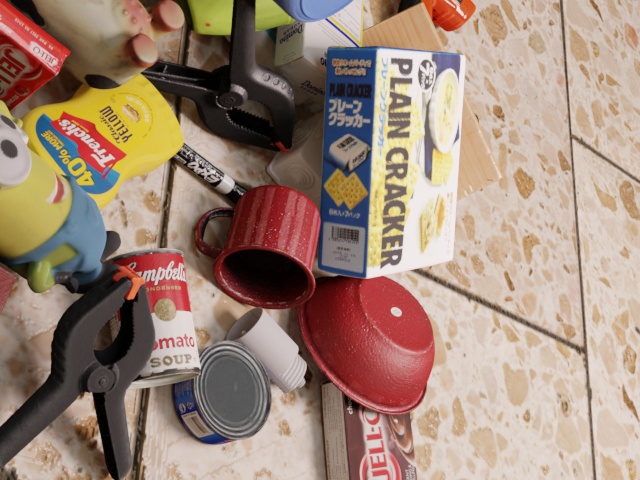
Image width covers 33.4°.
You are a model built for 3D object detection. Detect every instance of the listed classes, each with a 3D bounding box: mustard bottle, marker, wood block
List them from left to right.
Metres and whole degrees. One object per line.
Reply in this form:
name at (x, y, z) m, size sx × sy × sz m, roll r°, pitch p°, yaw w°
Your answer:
mustard bottle at (-0.200, -0.070, 0.869) m, size 0.096 × 0.058 × 0.191 m, roll 53°, pitch 44°, yaw -7°
marker at (-0.109, -0.067, 0.992) m, size 0.121 × 0.020 × 0.020 m, roll 37°, pitch 49°, yaw -30°
wood block at (0.109, -0.144, 1.165) m, size 0.206 × 0.091 × 0.090 m, roll 64°, pitch -1°, yaw -9°

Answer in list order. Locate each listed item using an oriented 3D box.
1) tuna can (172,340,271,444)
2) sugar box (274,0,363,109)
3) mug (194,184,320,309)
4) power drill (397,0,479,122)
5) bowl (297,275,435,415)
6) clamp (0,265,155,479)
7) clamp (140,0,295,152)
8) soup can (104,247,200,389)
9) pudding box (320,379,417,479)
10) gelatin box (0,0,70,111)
tuna can at (-0.084, 0.131, 0.917) m, size 0.086 × 0.034 × 0.086 m, roll 21°, pitch 58°, yaw -39°
sugar box at (0.001, -0.225, 1.072) m, size 0.093 × 0.048 × 0.176 m, roll 32°, pitch 53°, yaw -42°
mug at (-0.056, 0.001, 0.975) m, size 0.117 × 0.093 × 0.081 m, roll 12°, pitch 51°, yaw -2°
power drill at (0.138, -0.231, 1.293) m, size 0.184 × 0.057 × 0.187 m, roll 38°, pitch 49°, yaw -29°
bowl at (0.057, 0.086, 1.032) m, size 0.162 × 0.055 × 0.162 m, roll 29°, pitch 35°, yaw -23°
clamp at (-0.177, 0.101, 0.782) m, size 0.120 × 0.039 × 0.171 m, roll 4°, pitch 103°, yaw -45°
clamp at (-0.096, -0.142, 0.981) m, size 0.209 × 0.165 × 0.036 m, roll 51°, pitch 30°, yaw -52°
soup can at (-0.137, 0.064, 0.867) m, size 0.068 × 0.069 × 0.102 m, roll 3°, pitch 72°, yaw -46°
pudding box at (0.047, 0.189, 1.024) m, size 0.089 × 0.039 × 0.113 m, roll 11°, pitch 64°, yaw -42°
gelatin box at (-0.249, -0.143, 0.826) m, size 0.073 × 0.089 × 0.030 m, roll 39°, pitch 50°, yaw -28°
